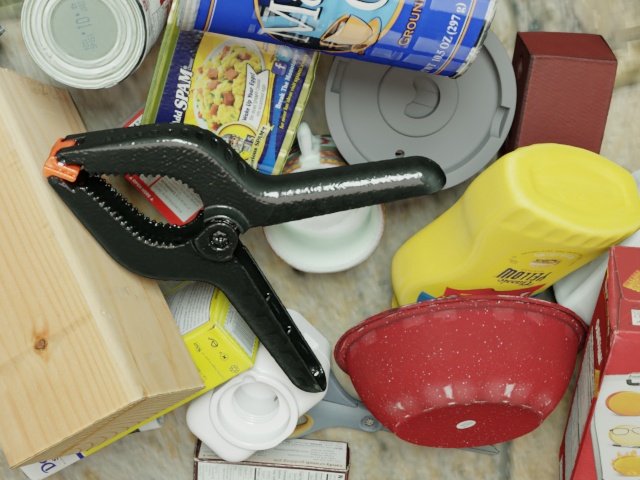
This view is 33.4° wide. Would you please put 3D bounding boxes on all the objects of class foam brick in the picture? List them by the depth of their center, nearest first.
[{"bbox_3d":[0.139,-0.079,0.631,0.051,0.053,0.078,5,116,0],"label":"foam brick"}]

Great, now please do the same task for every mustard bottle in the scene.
[{"bbox_3d":[0.098,0.013,0.648,0.096,0.058,0.192,5,152,-28],"label":"mustard bottle"}]

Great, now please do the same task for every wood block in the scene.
[{"bbox_3d":[-0.163,0.015,0.619,0.091,0.090,0.206,-29,78,15],"label":"wood block"}]

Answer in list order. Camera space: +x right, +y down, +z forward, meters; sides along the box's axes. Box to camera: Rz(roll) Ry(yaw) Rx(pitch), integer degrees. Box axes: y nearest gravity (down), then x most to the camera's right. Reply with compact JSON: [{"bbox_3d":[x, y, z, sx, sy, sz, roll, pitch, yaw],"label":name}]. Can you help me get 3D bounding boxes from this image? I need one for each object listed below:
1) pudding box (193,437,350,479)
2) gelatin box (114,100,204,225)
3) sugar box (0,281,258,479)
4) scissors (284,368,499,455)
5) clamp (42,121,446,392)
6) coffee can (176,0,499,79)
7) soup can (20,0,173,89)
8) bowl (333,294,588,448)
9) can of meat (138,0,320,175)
[{"bbox_3d":[-0.037,0.188,0.778,0.113,0.039,0.090,4,116,-1],"label":"pudding box"},{"bbox_3d":[-0.080,-0.062,0.663,0.089,0.030,0.073,-38,108,16],"label":"gelatin box"},{"bbox_3d":[-0.121,0.084,0.702,0.176,0.093,0.048,-32,110,17],"label":"sugar box"},{"bbox_3d":[0.028,0.108,0.748,0.202,0.016,0.096,2,116,2],"label":"scissors"},{"bbox_3d":[-0.054,0.001,0.600,0.210,0.036,0.165,16,116,-10],"label":"clamp"},{"bbox_3d":[0.008,-0.141,0.516,0.140,0.103,0.103,9,116,-11],"label":"coffee can"},{"bbox_3d":[-0.120,-0.130,0.592,0.068,0.102,0.068,1,116,2],"label":"soup can"},{"bbox_3d":[0.090,0.091,0.668,0.162,0.055,0.162,-2,152,-1],"label":"bowl"},{"bbox_3d":[-0.050,-0.090,0.596,0.084,0.057,0.102,16,122,-8],"label":"can of meat"}]
